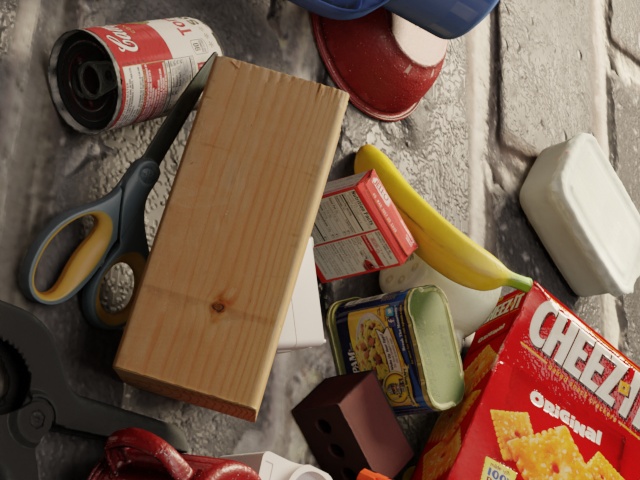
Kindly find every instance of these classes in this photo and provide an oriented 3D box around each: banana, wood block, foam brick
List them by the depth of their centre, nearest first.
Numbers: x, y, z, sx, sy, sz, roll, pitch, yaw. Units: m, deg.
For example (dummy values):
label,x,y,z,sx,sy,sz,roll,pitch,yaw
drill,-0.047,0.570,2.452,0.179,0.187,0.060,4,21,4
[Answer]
label,x,y,z,sx,sy,sz,roll,pitch,yaw
wood block,-0.055,0.001,0.683,0.091,0.090,0.206,16,75,0
foam brick,0.025,0.146,0.812,0.051,0.053,0.078,-39,107,-46
banana,0.080,-0.017,0.856,0.198,0.037,0.069,45,18,29

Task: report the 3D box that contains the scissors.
label,x,y,z,sx,sy,sz,roll,pitch,yaw
scissors,-0.110,-0.024,0.699,0.201,0.016,0.096,-48,126,-22

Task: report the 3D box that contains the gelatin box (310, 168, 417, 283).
label,x,y,z,sx,sy,sz,roll,pitch,yaw
gelatin box,0.021,-0.010,0.825,0.073,0.089,0.030,58,45,-17

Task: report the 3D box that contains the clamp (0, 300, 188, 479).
label,x,y,z,sx,sy,sz,roll,pitch,yaw
clamp,-0.176,0.115,0.615,0.210,0.036,0.164,54,45,-27

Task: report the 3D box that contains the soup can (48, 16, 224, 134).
label,x,y,z,sx,sy,sz,roll,pitch,yaw
soup can,-0.121,-0.113,0.718,0.102,0.069,0.068,-22,95,-49

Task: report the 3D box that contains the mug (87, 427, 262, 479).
label,x,y,z,sx,sy,sz,roll,pitch,yaw
mug,-0.086,0.157,0.623,0.093,0.082,0.117,-45,124,-45

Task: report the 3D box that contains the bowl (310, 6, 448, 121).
label,x,y,z,sx,sy,sz,roll,pitch,yaw
bowl,0.065,-0.191,0.953,0.161,0.055,0.162,16,68,-44

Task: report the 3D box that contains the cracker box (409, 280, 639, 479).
label,x,y,z,sx,sy,sz,roll,pitch,yaw
cracker box,0.178,0.164,0.854,0.164,0.072,0.213,39,55,-10

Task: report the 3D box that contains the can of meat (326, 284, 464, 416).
label,x,y,z,sx,sy,sz,roll,pitch,yaw
can of meat,0.060,0.089,0.843,0.057,0.084,0.102,-9,85,-48
